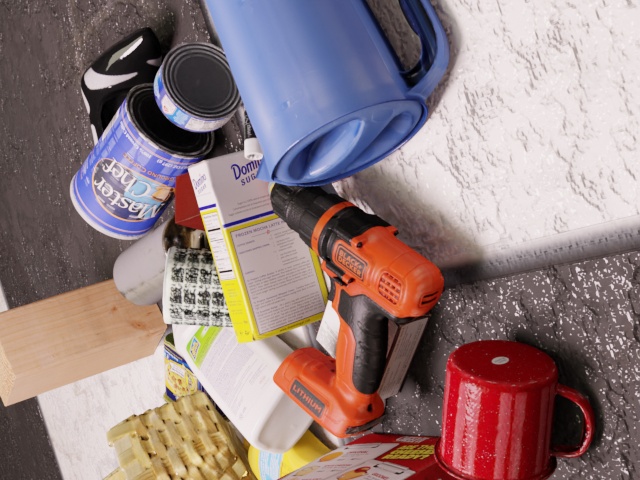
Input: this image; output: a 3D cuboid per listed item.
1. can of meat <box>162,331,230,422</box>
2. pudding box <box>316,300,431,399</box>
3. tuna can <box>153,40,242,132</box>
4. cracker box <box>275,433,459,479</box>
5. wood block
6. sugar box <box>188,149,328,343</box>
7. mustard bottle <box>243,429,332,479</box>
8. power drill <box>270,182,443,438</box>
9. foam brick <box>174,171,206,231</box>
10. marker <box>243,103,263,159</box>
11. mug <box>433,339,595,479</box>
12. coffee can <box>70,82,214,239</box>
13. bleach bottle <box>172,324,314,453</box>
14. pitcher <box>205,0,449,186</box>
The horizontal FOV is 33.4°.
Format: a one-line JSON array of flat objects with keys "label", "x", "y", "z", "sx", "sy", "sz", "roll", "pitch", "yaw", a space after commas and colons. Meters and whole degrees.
[{"label": "can of meat", "x": -0.145, "y": 0.160, "z": 1.260, "sx": 0.102, "sy": 0.057, "sz": 0.084, "roll": 28, "pitch": 125, "yaw": 47}, {"label": "pudding box", "x": 0.045, "y": 0.078, "z": 0.952, "sx": 0.090, "sy": 0.039, "sz": 0.114, "roll": 48, "pitch": 142, "yaw": 30}, {"label": "tuna can", "x": -0.119, "y": -0.149, "z": 1.044, "sx": 0.034, "sy": 0.086, "sz": 0.086, "roll": -41, "pitch": 70, "yaw": 57}, {"label": "cracker box", "x": 0.016, "y": 0.237, "z": 0.908, "sx": 0.164, "sy": 0.213, "sz": 0.072, "roll": -12, "pitch": 97, "yaw": 58}, {"label": "wood block", "x": -0.313, "y": 0.122, "z": 1.355, "sx": 0.090, "sy": 0.205, "sz": 0.091, "roll": 59, "pitch": 146, "yaw": 20}, {"label": "sugar box", "x": -0.057, "y": 0.001, "z": 1.017, "sx": 0.048, "sy": 0.093, "sz": 0.176, "roll": -15, "pitch": 92, "yaw": 58}, {"label": "mustard bottle", "x": -0.024, "y": 0.240, "z": 1.114, "sx": 0.192, "sy": 0.058, "sz": 0.096, "roll": 29, "pitch": 127, "yaw": 47}, {"label": "power drill", "x": 0.011, "y": 0.057, "z": 0.898, "sx": 0.185, "sy": 0.057, "sz": 0.188, "roll": 38, "pitch": 130, "yaw": 37}, {"label": "foam brick", "x": -0.103, "y": -0.044, "z": 1.072, "sx": 0.078, "sy": 0.051, "sz": 0.053, "roll": -15, "pitch": 69, "yaw": 43}, {"label": "marker", "x": -0.063, "y": -0.135, "z": 0.994, "sx": 0.020, "sy": 0.020, "sz": 0.121, "roll": -28, "pitch": 61, "yaw": 57}, {"label": "mug", "x": 0.144, "y": 0.128, "z": 0.792, "sx": 0.117, "sy": 0.093, "sz": 0.081, "roll": 9, "pitch": 111, "yaw": 21}, {"label": "coffee can", "x": -0.191, "y": -0.083, "z": 1.137, "sx": 0.141, "sy": 0.102, "sz": 0.103, "roll": -48, "pitch": 64, "yaw": 36}, {"label": "bleach bottle", "x": -0.091, "y": 0.118, "z": 1.143, "sx": 0.102, "sy": 0.068, "sz": 0.251, "roll": -56, "pitch": 41, "yaw": 6}, {"label": "pitcher", "x": -0.013, "y": -0.177, "z": 0.849, "sx": 0.145, "sy": 0.149, "sz": 0.243, "roll": 117, "pitch": 132, "yaw": -67}]
